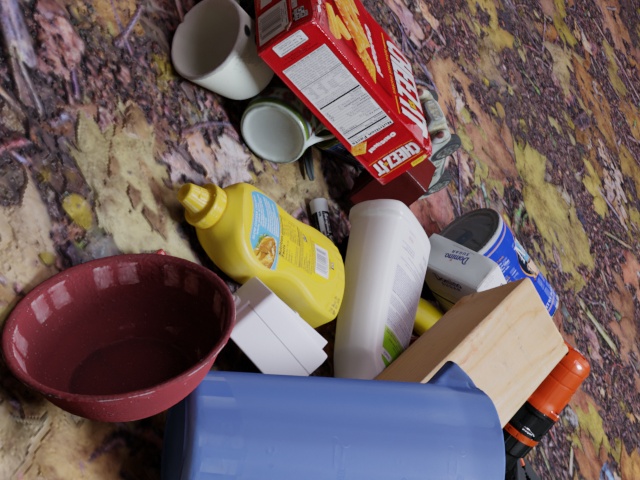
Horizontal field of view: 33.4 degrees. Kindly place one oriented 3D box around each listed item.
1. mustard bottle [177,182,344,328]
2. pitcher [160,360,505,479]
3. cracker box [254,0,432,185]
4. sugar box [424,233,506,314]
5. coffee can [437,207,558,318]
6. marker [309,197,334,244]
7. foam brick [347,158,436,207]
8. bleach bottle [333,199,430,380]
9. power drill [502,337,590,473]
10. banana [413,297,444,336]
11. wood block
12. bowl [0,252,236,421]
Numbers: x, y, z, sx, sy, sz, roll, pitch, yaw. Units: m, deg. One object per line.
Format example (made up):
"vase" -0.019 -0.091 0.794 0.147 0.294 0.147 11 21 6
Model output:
"mustard bottle" -0.057 0.001 0.975 0.191 0.058 0.096 36 41 -39
"pitcher" 0.006 0.174 0.808 0.242 0.145 0.149 8 34 -16
"cracker box" 0.022 -0.184 1.066 0.213 0.072 0.164 43 28 -38
"sugar box" 0.174 0.071 1.184 0.048 0.093 0.176 -48 138 -17
"coffee can" 0.211 0.045 1.300 0.140 0.103 0.102 50 35 -24
"marker" 0.008 0.014 1.100 0.020 0.020 0.121 18 55 -50
"foam brick" 0.078 -0.063 1.152 0.051 0.078 0.053 42 38 -12
"bleach bottle" 0.050 0.088 1.047 0.102 0.068 0.250 51 43 -44
"power drill" 0.240 0.185 1.226 0.057 0.184 0.187 38 14 4
"banana" 0.143 0.126 1.206 0.198 0.037 0.069 57 30 -14
"wood block" 0.136 0.128 1.007 0.205 0.091 0.090 -36 98 -44
"bowl" -0.138 0.076 0.750 0.162 0.162 0.055 -63 155 -52
